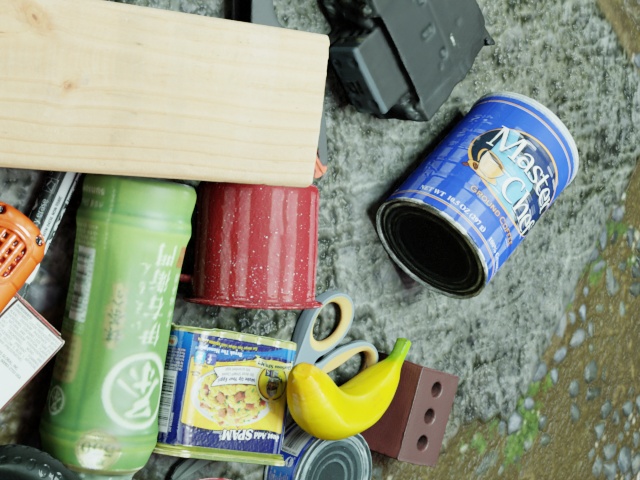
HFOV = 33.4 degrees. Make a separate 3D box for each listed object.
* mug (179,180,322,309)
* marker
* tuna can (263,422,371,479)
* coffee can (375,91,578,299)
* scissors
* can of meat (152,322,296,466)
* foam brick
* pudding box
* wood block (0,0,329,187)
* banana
[{"bbox_3d":[-0.055,0.001,0.707,0.117,0.093,0.081,3,91,-7],"label":"mug"},{"bbox_3d":[-0.167,-0.006,0.636,0.020,0.020,0.121,31,76,-42],"label":"marker"},{"bbox_3d":[0.000,0.180,0.816,0.085,0.034,0.086,-9,103,-42],"label":"tuna can"},{"bbox_3d":[0.126,-0.037,0.851,0.140,0.103,0.102,-47,126,-27],"label":"coffee can"},{"bbox_3d":[-0.032,0.099,0.785,0.201,0.016,0.096,-16,106,-41],"label":"scissors"},{"bbox_3d":[-0.068,0.103,0.714,0.101,0.058,0.084,14,81,-36],"label":"can of meat"},{"bbox_3d":[0.070,0.137,0.863,0.052,0.051,0.078,20,83,-44],"label":"foam brick"},{"bbox_3d":[-0.211,0.064,0.579,0.090,0.039,0.113,50,65,-21],"label":"pudding box"},{"bbox_3d":[-0.109,-0.084,0.597,0.205,0.091,0.090,2,100,-32],"label":"wood block"},{"bbox_3d":[0.016,0.110,0.765,0.197,0.037,0.069,-2,100,-68],"label":"banana"}]
